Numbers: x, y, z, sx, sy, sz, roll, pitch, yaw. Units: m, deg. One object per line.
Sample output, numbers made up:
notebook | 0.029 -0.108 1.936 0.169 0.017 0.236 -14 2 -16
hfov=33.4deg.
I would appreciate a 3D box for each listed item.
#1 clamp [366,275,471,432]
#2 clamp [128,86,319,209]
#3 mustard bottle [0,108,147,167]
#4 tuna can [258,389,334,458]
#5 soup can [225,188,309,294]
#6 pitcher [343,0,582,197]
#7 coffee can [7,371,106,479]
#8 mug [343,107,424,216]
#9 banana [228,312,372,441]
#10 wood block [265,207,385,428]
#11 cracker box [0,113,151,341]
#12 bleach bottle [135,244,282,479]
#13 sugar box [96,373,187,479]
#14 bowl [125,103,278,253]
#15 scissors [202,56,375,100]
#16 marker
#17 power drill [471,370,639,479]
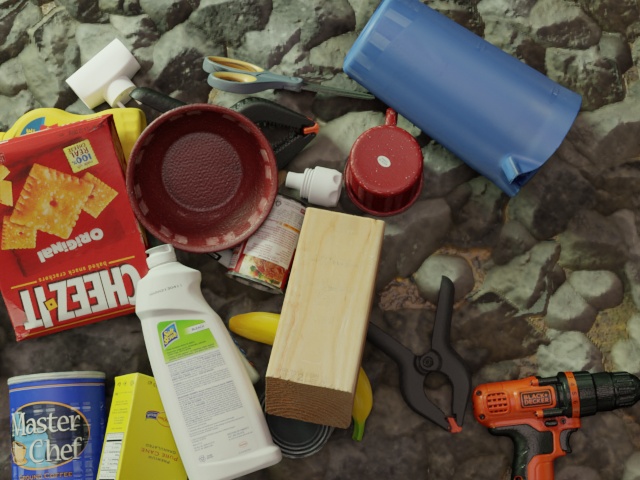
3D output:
clamp | 0.106 0.133 1.175 0.120 0.039 0.171 -15 76 9
clamp | -0.107 -0.117 1.198 0.210 0.036 0.164 -19 113 -9
mustard bottle | -0.295 -0.103 1.215 0.191 0.058 0.096 0 100 3
tuna can | -0.026 0.189 1.155 0.086 0.033 0.086 2 98 14
soup can | -0.058 0.001 1.187 0.068 0.068 0.102 18 80 4
pitcher | 0.154 -0.170 1.168 0.243 0.149 0.145 34 90 -3
coffee can | -0.278 0.214 1.136 0.103 0.103 0.140 -5 80 0
mug | 0.074 -0.092 1.193 0.093 0.081 0.117 10 80 3
banana | -0.010 0.132 1.177 0.198 0.037 0.069 41 82 8
wood block | 0.007 0.080 1.122 0.090 0.091 0.206 10 56 5
cracker box | -0.278 -0.014 1.160 0.164 0.072 0.214 -14 101 -1
bleach bottle | -0.125 0.124 1.117 0.102 0.068 0.251 -17 85 -12
sugar box | -0.184 0.236 1.120 0.048 0.093 0.176 -15 61 41
bowl | -0.128 -0.070 1.154 0.162 0.055 0.162 -2 104 -7
scissors | -0.042 -0.174 1.216 0.202 0.096 0.016 15 117 6
marker | -0.148 -0.009 1.193 0.121 0.020 0.020 34 81 -16
power drill | 0.263 0.235 1.143 0.184 0.057 0.187 -7 77 4
